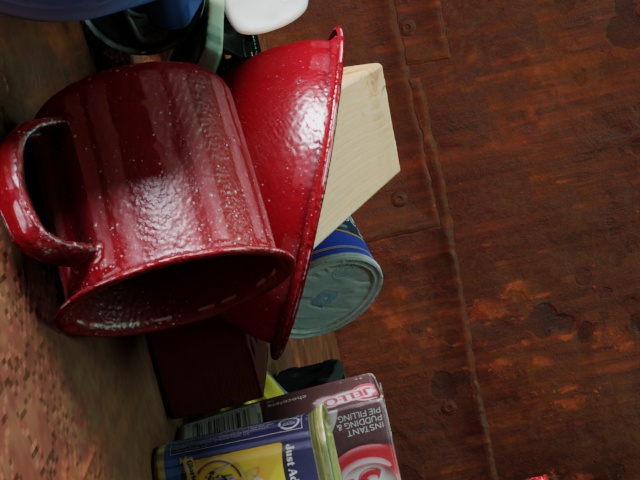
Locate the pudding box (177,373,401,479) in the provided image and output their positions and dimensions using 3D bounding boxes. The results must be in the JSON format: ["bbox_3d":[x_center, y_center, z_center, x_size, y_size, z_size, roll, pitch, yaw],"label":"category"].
[{"bbox_3d":[-0.013,0.130,0.582,0.039,0.113,0.090,-105,-178,-70],"label":"pudding box"}]

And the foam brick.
[{"bbox_3d":[-0.060,0.056,0.589,0.078,0.051,0.053,-93,170,-76],"label":"foam brick"}]

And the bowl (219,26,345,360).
[{"bbox_3d":[-0.032,-0.027,0.510,0.162,0.055,0.162,-171,-89,-84],"label":"bowl"}]

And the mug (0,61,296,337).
[{"bbox_3d":[-0.072,-0.016,0.404,0.117,0.093,0.081,3,65,-50],"label":"mug"}]

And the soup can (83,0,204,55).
[{"bbox_3d":[-0.097,-0.150,0.598,0.102,0.068,0.068,-99,176,-64],"label":"soup can"}]

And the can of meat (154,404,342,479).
[{"bbox_3d":[-0.028,0.138,0.517,0.057,0.084,0.102,63,15,-82],"label":"can of meat"}]
